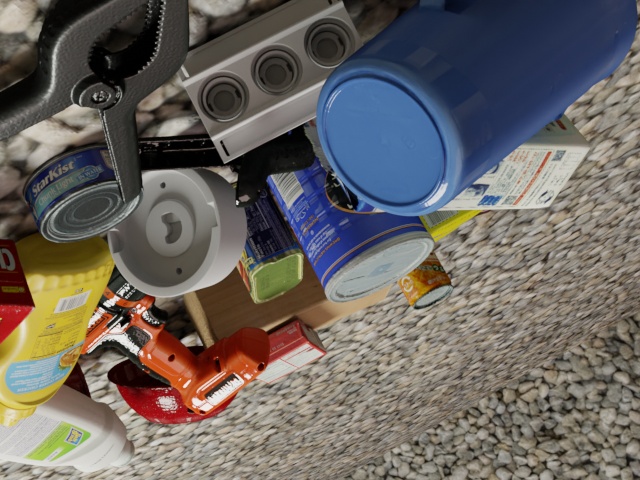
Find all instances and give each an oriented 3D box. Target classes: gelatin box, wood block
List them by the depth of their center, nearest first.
[{"bbox_3d":[-0.040,0.116,1.108,0.073,0.030,0.089,-29,162,5],"label":"gelatin box"},{"bbox_3d":[-0.033,0.049,1.131,0.205,0.090,0.091,-23,160,-17],"label":"wood block"}]

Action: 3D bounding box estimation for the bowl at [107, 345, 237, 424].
[{"bbox_3d":[-0.153,0.163,1.184,0.162,0.055,0.162,-5,-171,1],"label":"bowl"}]

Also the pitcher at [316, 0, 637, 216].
[{"bbox_3d":[0.104,-0.126,0.717,0.242,0.149,0.145,-40,176,-41],"label":"pitcher"}]

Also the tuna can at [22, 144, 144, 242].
[{"bbox_3d":[-0.178,-0.034,0.808,0.086,0.034,0.086,-25,160,-10],"label":"tuna can"}]

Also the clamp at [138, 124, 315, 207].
[{"bbox_3d":[-0.051,-0.063,0.807,0.171,0.120,0.039,-21,130,-43],"label":"clamp"}]

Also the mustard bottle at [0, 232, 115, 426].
[{"bbox_3d":[-0.239,0.082,0.894,0.096,0.058,0.192,-18,140,-52],"label":"mustard bottle"}]

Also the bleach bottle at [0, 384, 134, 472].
[{"bbox_3d":[-0.280,0.175,1.019,0.103,0.068,0.250,-39,137,15],"label":"bleach bottle"}]

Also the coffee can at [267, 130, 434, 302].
[{"bbox_3d":[0.021,-0.032,0.922,0.102,0.140,0.103,-25,160,-10],"label":"coffee can"}]

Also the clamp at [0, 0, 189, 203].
[{"bbox_3d":[-0.152,-0.099,0.665,0.164,0.036,0.210,0,141,-38],"label":"clamp"}]

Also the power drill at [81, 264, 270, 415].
[{"bbox_3d":[-0.139,0.075,0.983,0.187,0.057,0.185,35,123,-28],"label":"power drill"}]

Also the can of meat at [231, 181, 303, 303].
[{"bbox_3d":[-0.057,0.001,0.987,0.057,0.084,0.102,-25,161,-10],"label":"can of meat"}]
